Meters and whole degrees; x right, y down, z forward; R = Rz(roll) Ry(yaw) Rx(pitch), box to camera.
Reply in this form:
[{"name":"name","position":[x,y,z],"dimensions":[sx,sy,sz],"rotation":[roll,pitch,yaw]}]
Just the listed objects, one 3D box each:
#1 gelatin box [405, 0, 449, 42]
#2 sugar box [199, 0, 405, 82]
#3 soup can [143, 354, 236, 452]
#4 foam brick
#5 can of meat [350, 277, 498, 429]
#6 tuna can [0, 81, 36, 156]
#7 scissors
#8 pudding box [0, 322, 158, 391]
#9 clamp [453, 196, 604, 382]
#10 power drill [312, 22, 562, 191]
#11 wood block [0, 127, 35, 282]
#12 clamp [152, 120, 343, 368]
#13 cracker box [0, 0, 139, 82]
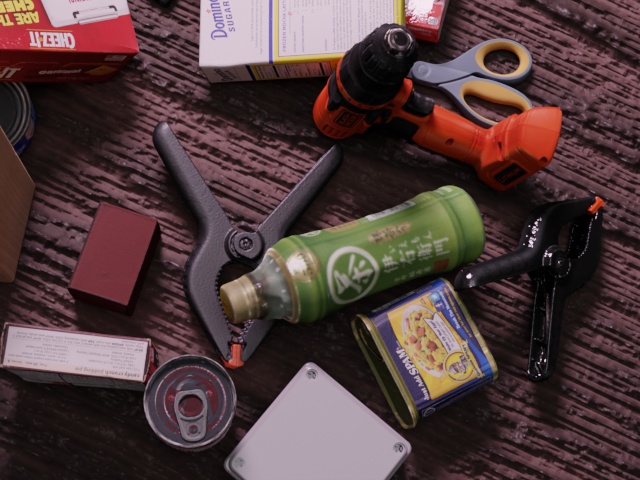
[{"name":"gelatin box","position":[0.081,-0.228,0.964],"dimensions":[0.073,0.030,0.089],"rotation":[14,74,10]},{"name":"sugar box","position":[-0.015,-0.190,0.928],"dimensions":[0.176,0.048,0.093],"rotation":[-2,77,10]},{"name":"soup can","position":[-0.100,0.129,0.830],"dimensions":[0.068,0.102,0.068],"rotation":[1,76,-5]},{"name":"foam brick","position":[-0.168,0.015,0.877],"dimensions":[0.051,0.053,0.078],"rotation":[18,75,-1]},{"name":"can of meat","position":[0.086,0.091,0.881],"dimensions":[0.084,0.057,0.102],"rotation":[-25,81,-13]},{"name":"tuna can","position":[-0.286,-0.105,0.904],"dimensions":[0.086,0.034,0.086],"rotation":[1,76,-5]},{"name":"scissors","position":[0.106,-0.164,0.965],"dimensions":[0.202,0.016,0.096],"rotation":[27,74,1]},{"name":"pudding box","position":[-0.186,0.093,0.837],"dimensions":[0.113,0.090,0.039],"rotation":[5,77,-4]},{"name":"clamp","position":[0.182,0.019,0.898],"dimensions":[0.120,0.039,0.171],"rotation":[43,61,-25]},{"name":"power drill","position":[0.098,-0.107,0.874],"dimensions":[0.187,0.185,0.057],"rotation":[20,76,-10]},{"name":"wood block","position":[-0.283,-0.037,0.800],"dimensions":[0.090,0.206,0.091],"rotation":[11,76,-3]},{"name":"clamp","position":[-0.056,0.001,0.899],"dimensions":[0.164,0.036,0.210],"rotation":[-1,80,-12]},{"name":"cracker box","position":[-0.260,-0.239,0.889],"dimensions":[0.163,0.072,0.214],"rotation":[-6,75,-39]}]
